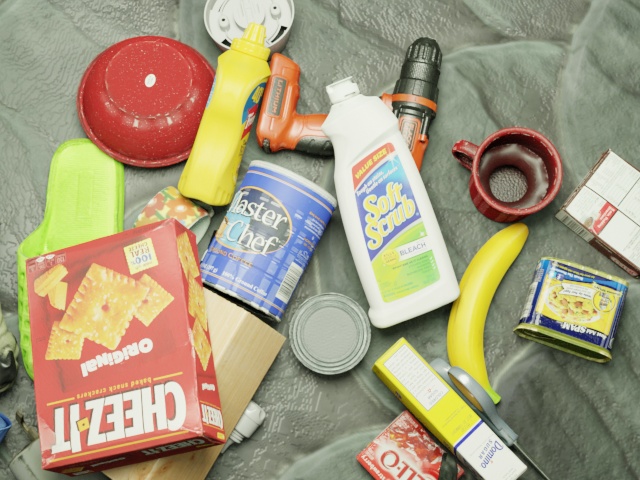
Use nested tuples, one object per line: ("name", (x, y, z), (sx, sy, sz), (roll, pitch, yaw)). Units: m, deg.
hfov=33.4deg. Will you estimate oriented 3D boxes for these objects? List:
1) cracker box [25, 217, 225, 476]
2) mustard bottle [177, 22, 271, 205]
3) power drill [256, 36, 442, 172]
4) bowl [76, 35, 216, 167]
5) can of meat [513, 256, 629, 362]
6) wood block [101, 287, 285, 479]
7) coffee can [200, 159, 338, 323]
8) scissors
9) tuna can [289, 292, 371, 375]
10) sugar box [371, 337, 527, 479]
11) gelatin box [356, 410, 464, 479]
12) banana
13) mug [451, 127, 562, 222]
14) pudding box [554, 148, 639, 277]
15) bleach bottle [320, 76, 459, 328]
("cracker box", (-0.190, 0.102, 1.020), (0.164, 0.072, 0.214), (-14, 69, 11))
("mustard bottle", (-0.095, -0.135, 1.122), (0.058, 0.096, 0.192), (18, 97, 3))
("power drill", (0.032, -0.148, 1.164), (0.187, 0.057, 0.184), (12, 80, 3))
("bowl", (-0.185, -0.163, 1.158), (0.162, 0.055, 0.162), (2, 72, -5))
("can of meat", (0.265, 0.071, 1.121), (0.102, 0.057, 0.084), (19, 78, 4))
("wood block", (-0.136, 0.158, 1.083), (0.091, 0.090, 0.206), (25, 80, 34))
("coffee can", (-0.057, 0.001, 1.116), (0.103, 0.103, 0.140), (25, 81, 5))
("scissors", (0.188, 0.192, 1.086), (0.202, 0.096, 0.016), (43, 80, 11))
("tuna can", (0.010, 0.100, 1.132), (0.086, 0.034, 0.086), (0, 80, 1))
("sugar box", (0.127, 0.179, 1.086), (0.048, 0.093, 0.176), (-41, 81, -6))
("gelatin box", (0.093, 0.233, 1.108), (0.073, 0.030, 0.089), (-43, 82, -6))
("banana", (0.173, 0.071, 1.136), (0.069, 0.037, 0.198), (15, 82, -25))
("mug", (0.192, -0.070, 1.135), (0.117, 0.081, 0.093), (27, 81, 5))
("pudding box", (0.325, -0.029, 1.147), (0.113, 0.039, 0.090), (39, 82, 5))
("bleach bottle", (0.057, -0.043, 1.101), (0.102, 0.068, 0.251), (-22, 98, 2))
